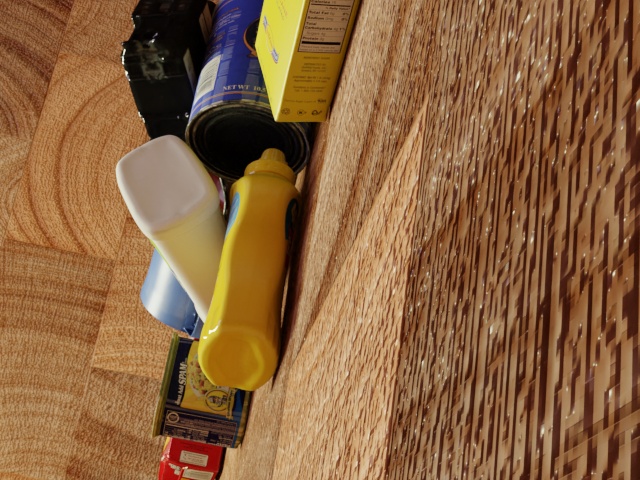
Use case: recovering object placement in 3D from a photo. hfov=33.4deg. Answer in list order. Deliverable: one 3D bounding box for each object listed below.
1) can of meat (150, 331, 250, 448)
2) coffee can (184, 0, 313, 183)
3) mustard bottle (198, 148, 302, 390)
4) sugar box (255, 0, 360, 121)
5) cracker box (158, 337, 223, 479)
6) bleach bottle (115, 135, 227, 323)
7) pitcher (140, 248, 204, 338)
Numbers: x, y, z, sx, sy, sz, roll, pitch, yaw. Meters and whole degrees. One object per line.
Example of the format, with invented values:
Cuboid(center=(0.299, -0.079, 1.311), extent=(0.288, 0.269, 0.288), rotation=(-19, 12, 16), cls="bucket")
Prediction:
Cuboid(center=(-0.110, 0.144, 1.016), extent=(0.057, 0.084, 0.102), rotation=(107, 172, -46), cls="can of meat")
Cuboid(center=(-0.052, -0.132, 0.899), extent=(0.103, 0.102, 0.140), rotation=(109, 171, -53), cls="coffee can")
Cuboid(center=(-0.048, 0.009, 0.804), extent=(0.096, 0.058, 0.191), rotation=(99, 178, -56), cls="mustard bottle")
Cuboid(center=(-0.005, -0.176, 0.727), extent=(0.176, 0.048, 0.093), rotation=(103, 158, -45), cls="sugar box")
Cuboid(center=(-0.148, 0.201, 1.350), extent=(0.164, 0.072, 0.213), rotation=(114, 167, -64), cls="cracker box")
Cuboid(center=(-0.096, 0.026, 0.925), extent=(0.103, 0.068, 0.251), rotation=(56, 171, 39), cls="bleach bottle")
Cuboid(center=(-0.111, -0.017, 1.184), extent=(0.144, 0.149, 0.243), rotation=(-17, -47, -49), cls="pitcher")
